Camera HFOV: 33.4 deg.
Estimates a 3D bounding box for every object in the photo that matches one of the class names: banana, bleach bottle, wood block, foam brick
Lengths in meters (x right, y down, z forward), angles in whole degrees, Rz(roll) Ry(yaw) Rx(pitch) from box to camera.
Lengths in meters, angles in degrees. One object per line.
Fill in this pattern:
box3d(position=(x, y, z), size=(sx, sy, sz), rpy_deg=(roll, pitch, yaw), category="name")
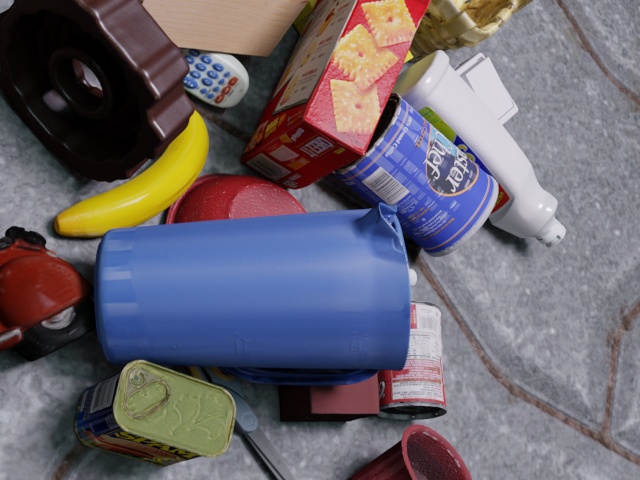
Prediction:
box3d(position=(-0.150, -0.057, 0.936), size=(0.070, 0.037, 0.197), rpy_deg=(26, 50, 9), category="banana")
box3d(position=(0.176, -0.085, 1.142), size=(0.250, 0.103, 0.068), rpy_deg=(42, 57, -16), category="bleach bottle")
box3d(position=(-0.109, -0.229, 0.941), size=(0.090, 0.091, 0.205), rpy_deg=(49, 28, 20), category="wood block")
box3d(position=(0.007, 0.136, 0.967), size=(0.078, 0.053, 0.051), rpy_deg=(6, 69, -34), category="foam brick")

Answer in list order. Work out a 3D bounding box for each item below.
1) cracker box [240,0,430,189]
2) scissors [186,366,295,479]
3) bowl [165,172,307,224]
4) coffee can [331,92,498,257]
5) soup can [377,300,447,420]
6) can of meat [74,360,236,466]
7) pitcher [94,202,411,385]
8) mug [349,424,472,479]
box3d(position=(0.021, -0.163, 0.985), size=(0.072, 0.164, 0.213), rpy_deg=(30, 71, -16), category="cracker box")
box3d(position=(-0.083, 0.156, 0.915), size=(0.096, 0.016, 0.202), rpy_deg=(-19, 84, -38), category="scissors")
box3d(position=(-0.056, 0.001, 0.957), size=(0.161, 0.055, 0.162), rpy_deg=(18, 57, -30), category="bowl")
box3d(position=(0.094, -0.065, 1.074), size=(0.140, 0.103, 0.102), rpy_deg=(39, 54, -19), category="coffee can")
box3d(position=(0.085, 0.115, 1.022), size=(0.068, 0.069, 0.102), rpy_deg=(13, 65, -33), category="soup can")
box3d(position=(-0.132, 0.140, 0.840), size=(0.102, 0.084, 0.057), rpy_deg=(24, 60, -28), category="can of meat")
box3d(position=(-0.051, 0.049, 0.856), size=(0.242, 0.145, 0.149), rpy_deg=(-2, 88, -3), category="pitcher")
box3d(position=(0.080, 0.219, 0.962), size=(0.093, 0.082, 0.117), rpy_deg=(44, 27, -10), category="mug")
